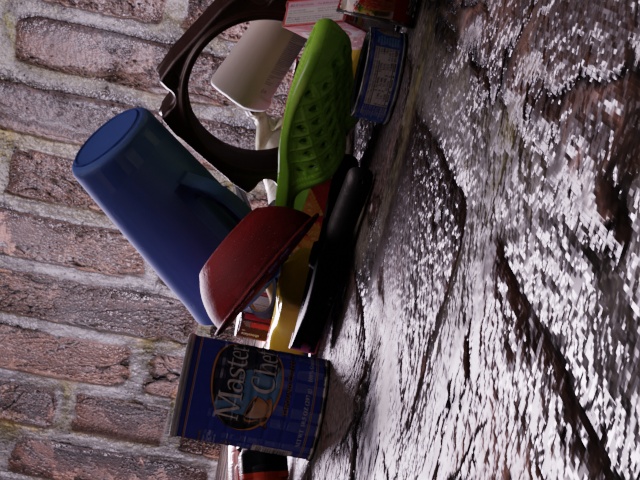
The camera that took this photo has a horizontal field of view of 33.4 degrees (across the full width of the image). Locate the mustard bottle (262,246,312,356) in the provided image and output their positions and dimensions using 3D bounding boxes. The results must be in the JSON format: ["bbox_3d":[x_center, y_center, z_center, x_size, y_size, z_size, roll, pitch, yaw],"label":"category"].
[{"bbox_3d":[-0.033,0.103,1.212,0.096,0.058,0.192,-74,0,-46],"label":"mustard bottle"}]

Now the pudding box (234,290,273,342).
[{"bbox_3d":[-0.057,0.094,1.329,0.113,0.090,0.039,-93,17,-73],"label":"pudding box"}]

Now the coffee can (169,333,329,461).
[{"bbox_3d":[-0.071,0.154,1.053,0.103,0.140,0.103,-170,91,-85],"label":"coffee can"}]

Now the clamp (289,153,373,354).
[{"bbox_3d":[0.010,0.013,1.062,0.164,0.036,0.210,-151,76,-85],"label":"clamp"}]

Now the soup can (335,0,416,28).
[{"bbox_3d":[0.057,-0.242,0.930,0.068,0.068,0.102,-100,22,-77],"label":"soup can"}]

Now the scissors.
[{"bbox_3d":[-0.059,0.002,1.302,0.016,0.096,0.202,53,-153,-53],"label":"scissors"}]

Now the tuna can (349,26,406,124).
[{"bbox_3d":[0.052,-0.151,0.975,0.086,0.033,0.086,-170,91,-85],"label":"tuna can"}]

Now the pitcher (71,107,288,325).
[{"bbox_3d":[-0.153,-0.030,1.191,0.149,0.242,0.145,-36,28,8],"label":"pitcher"}]

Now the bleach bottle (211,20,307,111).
[{"bbox_3d":[-0.030,-0.272,1.264,0.251,0.068,0.102,-54,-6,13],"label":"bleach bottle"}]

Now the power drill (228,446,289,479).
[{"bbox_3d":[-0.071,0.243,1.177,0.188,0.057,0.184,109,158,-71],"label":"power drill"}]

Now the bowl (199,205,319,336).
[{"bbox_3d":[-0.072,0.018,1.078,0.162,0.055,0.162,-50,-2,-3],"label":"bowl"}]

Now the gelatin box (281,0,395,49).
[{"bbox_3d":[0.018,-0.214,1.057,0.089,0.073,0.030,6,82,44],"label":"gelatin box"}]
